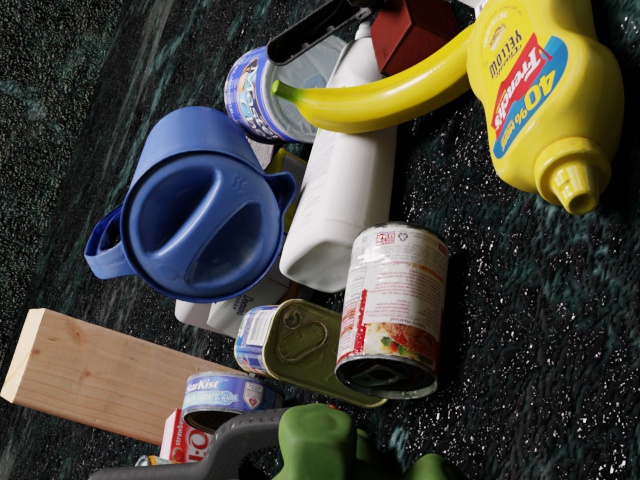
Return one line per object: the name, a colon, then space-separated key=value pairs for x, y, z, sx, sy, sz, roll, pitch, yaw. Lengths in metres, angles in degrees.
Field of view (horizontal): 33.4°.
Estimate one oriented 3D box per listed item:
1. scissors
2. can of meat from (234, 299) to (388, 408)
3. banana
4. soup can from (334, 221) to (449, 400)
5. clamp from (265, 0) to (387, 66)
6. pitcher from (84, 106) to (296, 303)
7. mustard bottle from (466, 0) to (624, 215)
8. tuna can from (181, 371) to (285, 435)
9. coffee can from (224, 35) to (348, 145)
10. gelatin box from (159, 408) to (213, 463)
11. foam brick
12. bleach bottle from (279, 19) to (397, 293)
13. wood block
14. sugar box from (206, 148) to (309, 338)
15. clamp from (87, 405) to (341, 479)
scissors: x=-0.056 y=0.098 z=1.005 sx=0.202 sy=0.016 sz=0.096 roll=-59 pitch=21 yaw=23
can of meat: x=-0.005 y=0.081 z=0.775 sx=0.084 sy=0.102 sz=0.057 roll=-10 pitch=61 yaw=69
banana: x=0.061 y=-0.119 z=0.813 sx=0.198 sy=0.069 sz=0.037 roll=-15 pitch=61 yaw=26
soup can: x=0.050 y=0.047 z=0.717 sx=0.069 sy=0.068 sz=0.102 roll=-40 pitch=35 yaw=53
clamp: x=0.037 y=-0.211 z=0.911 sx=0.171 sy=0.039 sz=0.120 roll=-39 pitch=11 yaw=-33
pitcher: x=-0.120 y=-0.043 z=0.972 sx=0.243 sy=0.149 sz=0.145 roll=-112 pitch=41 yaw=-70
mustard bottle: x=0.136 y=-0.084 z=0.638 sx=0.096 sy=0.058 sz=0.191 roll=-55 pitch=25 yaw=36
tuna can: x=-0.075 y=0.142 z=0.912 sx=0.086 sy=0.086 sz=0.033 roll=-37 pitch=39 yaw=55
coffee can: x=-0.027 y=-0.145 z=1.039 sx=0.140 sy=0.102 sz=0.103 roll=12 pitch=82 yaw=70
gelatin box: x=-0.106 y=0.202 z=0.949 sx=0.030 sy=0.073 sz=0.089 roll=-47 pitch=30 yaw=47
foam brick: x=0.078 y=-0.165 z=0.871 sx=0.053 sy=0.051 sz=0.078 roll=-57 pitch=24 yaw=33
bleach bottle: x=0.030 y=-0.086 z=0.903 sx=0.103 sy=0.068 sz=0.250 roll=-38 pitch=35 yaw=55
wood block: x=-0.187 y=0.139 z=1.025 sx=0.091 sy=0.205 sz=0.090 roll=-8 pitch=63 yaw=66
sugar box: x=-0.057 y=0.001 z=1.026 sx=0.093 sy=0.048 sz=0.176 roll=-49 pitch=18 yaw=38
clamp: x=-0.056 y=0.196 z=0.804 sx=0.210 sy=0.164 sz=0.036 roll=-34 pitch=13 yaw=23
